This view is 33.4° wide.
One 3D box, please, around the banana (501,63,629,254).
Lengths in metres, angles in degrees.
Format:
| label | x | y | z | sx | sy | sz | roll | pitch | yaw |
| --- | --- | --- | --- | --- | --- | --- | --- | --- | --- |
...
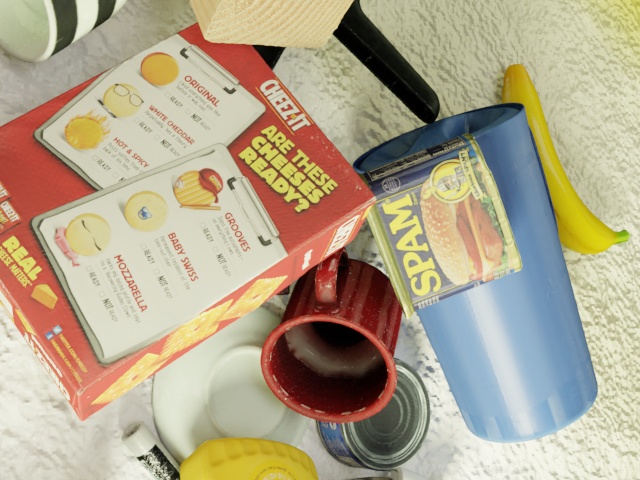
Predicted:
| label | x | y | z | sx | sy | sz | roll | pitch | yaw |
| --- | --- | --- | --- | --- | --- | --- | --- | --- | --- |
| banana | 0.201 | -0.056 | 0.922 | 0.197 | 0.037 | 0.069 | 55 | 43 | -18 |

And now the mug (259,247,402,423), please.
| label | x | y | z | sx | sy | sz | roll | pitch | yaw |
| --- | --- | --- | --- | --- | --- | --- | --- | --- | --- |
| mug | 0.011 | 0.056 | 0.737 | 0.081 | 0.093 | 0.117 | -70 | 156 | -55 |

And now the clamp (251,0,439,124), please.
| label | x | y | z | sx | sy | sz | roll | pitch | yaw |
| --- | --- | --- | --- | --- | --- | --- | --- | --- | --- |
| clamp | -0.016 | -0.169 | 0.774 | 0.164 | 0.036 | 0.210 | -14 | 81 | -17 |

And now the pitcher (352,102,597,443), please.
| label | x | y | z | sx | sy | sz | roll | pitch | yaw |
| --- | --- | --- | --- | --- | --- | --- | --- | --- | --- |
| pitcher | 0.133 | 0.021 | 0.819 | 0.149 | 0.145 | 0.243 | -21 | 103 | 0 |

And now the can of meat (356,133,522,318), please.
| label | x | y | z | sx | sy | sz | roll | pitch | yaw |
| --- | --- | --- | --- | --- | --- | --- | --- | --- | --- |
| can of meat | 0.077 | -0.011 | 0.707 | 0.084 | 0.057 | 0.102 | -21 | 105 | 1 |

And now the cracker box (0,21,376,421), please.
| label | x | y | z | sx | sy | sz | roll | pitch | yaw |
| --- | --- | --- | --- | --- | --- | --- | --- | --- | --- |
| cracker box | -0.101 | -0.020 | 0.651 | 0.213 | 0.072 | 0.164 | -33 | 77 | -22 |

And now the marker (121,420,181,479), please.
| label | x | y | z | sx | sy | sz | roll | pitch | yaw |
| --- | --- | --- | --- | --- | --- | --- | --- | --- | --- |
| marker | -0.091 | 0.172 | 0.719 | 0.020 | 0.020 | 0.121 | -45 | 109 | -28 |

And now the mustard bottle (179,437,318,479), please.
| label | x | y | z | sx | sy | sz | roll | pitch | yaw |
| --- | --- | --- | --- | --- | --- | --- | --- | --- | --- |
| mustard bottle | -0.030 | 0.220 | 0.666 | 0.096 | 0.058 | 0.191 | 18 | 41 | -36 |

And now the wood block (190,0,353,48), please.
| label | x | y | z | sx | sy | sz | roll | pitch | yaw |
| --- | --- | --- | --- | --- | --- | --- | --- | --- | --- |
| wood block | -0.051 | -0.232 | 0.687 | 0.090 | 0.090 | 0.206 | -4 | 58 | -33 |

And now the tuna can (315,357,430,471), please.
| label | x | y | z | sx | sy | sz | roll | pitch | yaw |
| --- | --- | --- | --- | --- | --- | --- | --- | --- | --- |
| tuna can | 0.041 | 0.129 | 0.800 | 0.086 | 0.034 | 0.086 | 3 | 84 | -33 |
